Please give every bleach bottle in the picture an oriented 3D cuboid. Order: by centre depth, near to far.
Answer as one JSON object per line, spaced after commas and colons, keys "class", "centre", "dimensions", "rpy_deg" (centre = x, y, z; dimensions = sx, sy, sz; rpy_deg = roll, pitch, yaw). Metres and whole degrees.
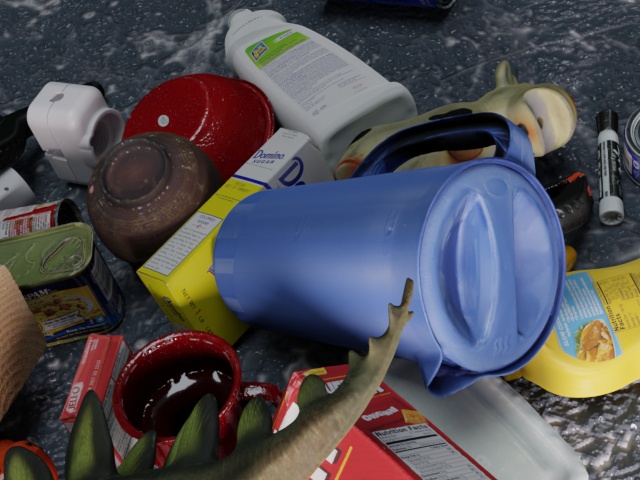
{"class": "bleach bottle", "centre": [-0.016, -0.158, 1.006], "dimensions": [0.102, 0.068, 0.251], "rpy_deg": [-30, 46, -10]}

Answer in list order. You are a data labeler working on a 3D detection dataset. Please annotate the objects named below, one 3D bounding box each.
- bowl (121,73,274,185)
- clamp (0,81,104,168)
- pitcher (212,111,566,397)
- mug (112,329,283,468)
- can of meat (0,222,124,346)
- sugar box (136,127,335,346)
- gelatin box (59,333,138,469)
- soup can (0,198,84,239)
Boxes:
{"class": "bowl", "centre": [-0.123, -0.093, 0.954], "dimensions": [0.162, 0.055, 0.162], "rpy_deg": [-16, 54, 23]}
{"class": "clamp", "centre": [-0.307, -0.105, 1.031], "dimensions": [0.164, 0.036, 0.210], "rpy_deg": [-7, 29, 9]}
{"class": "pitcher", "centre": [0.038, 0.006, 0.731], "dimensions": [0.149, 0.145, 0.243], "rpy_deg": [-28, 18, -36]}
{"class": "mug", "centre": [-0.079, 0.123, 0.759], "dimensions": [0.117, 0.081, 0.093], "rpy_deg": [-9, 48, 9]}
{"class": "can of meat", "centre": [-0.220, 0.040, 0.874], "dimensions": [0.102, 0.084, 0.057], "rpy_deg": [-13, 47, 6]}
{"class": "sugar box", "centre": [-0.055, 0.001, 0.850], "dimensions": [0.048, 0.093, 0.176], "rpy_deg": [20, 58, 43]}
{"class": "gelatin box", "centre": [-0.152, 0.122, 0.776], "dimensions": [0.030, 0.089, 0.073], "rpy_deg": [-2, 49, 15]}
{"class": "soup can", "centre": [-0.262, 0.005, 0.929], "dimensions": [0.102, 0.068, 0.068], "rpy_deg": [-10, 47, 8]}
